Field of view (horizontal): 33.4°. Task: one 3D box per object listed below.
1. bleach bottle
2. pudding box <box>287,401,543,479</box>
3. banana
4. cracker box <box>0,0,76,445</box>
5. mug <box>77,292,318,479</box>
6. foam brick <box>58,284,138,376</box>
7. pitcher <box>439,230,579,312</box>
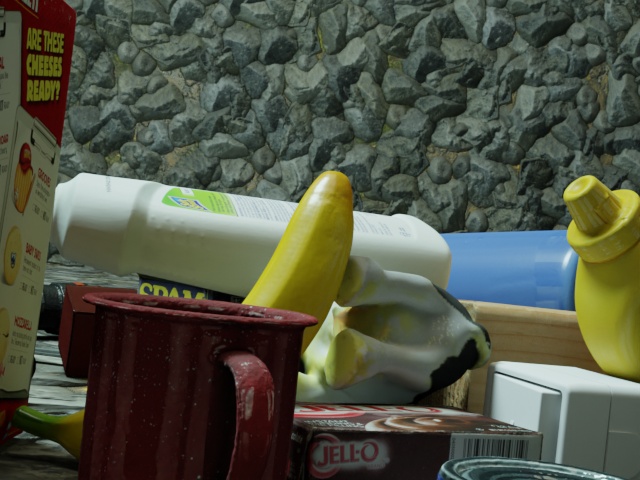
[{"bbox_3d":[-0.054,0.001,0.639,0.250,0.068,0.103,11,9,-15],"label":"bleach bottle"},{"bbox_3d":[0.030,0.097,0.490,0.113,0.039,0.090,7,-2,-20],"label":"pudding box"},{"bbox_3d":[-0.045,0.046,0.497,0.197,0.069,0.037,-38,-6,-16],"label":"banana"},{"bbox_3d":[-0.167,-0.013,0.450,0.072,0.214,0.164,6,0,1],"label":"cracker box"},{"bbox_3d":[-0.046,0.066,0.410,0.093,0.081,0.117,7,-1,-28],"label":"mug"},{"bbox_3d":[-0.148,0.067,0.781,0.078,0.051,0.053,6,17,-22],"label":"foam brick"},{"bbox_3d":[0.145,0.059,0.928,0.144,0.149,0.243,18,-16,-38],"label":"pitcher"}]
